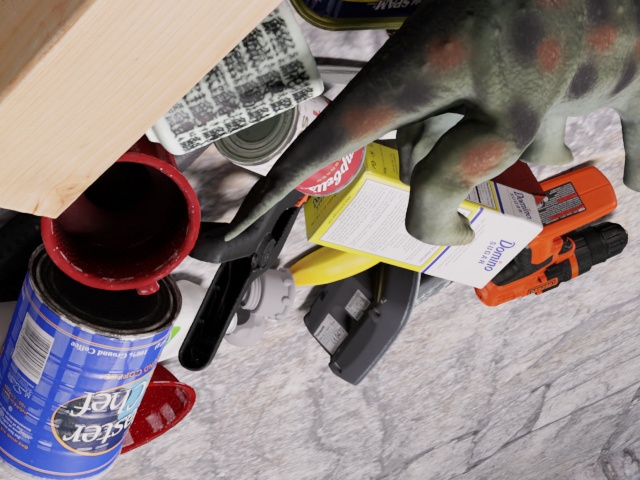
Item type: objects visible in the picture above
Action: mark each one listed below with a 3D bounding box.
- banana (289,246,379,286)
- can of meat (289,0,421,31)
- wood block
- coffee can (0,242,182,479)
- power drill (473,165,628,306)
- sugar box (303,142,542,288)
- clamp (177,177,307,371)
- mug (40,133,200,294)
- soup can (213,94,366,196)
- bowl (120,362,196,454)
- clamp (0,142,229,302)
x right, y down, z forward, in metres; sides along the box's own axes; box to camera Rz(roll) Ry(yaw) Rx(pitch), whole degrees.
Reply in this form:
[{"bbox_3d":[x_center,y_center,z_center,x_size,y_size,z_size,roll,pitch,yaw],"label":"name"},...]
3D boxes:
[{"bbox_3d":[0.053,-0.016,0.942,0.069,0.037,0.198,26,125,-31],"label":"banana"},{"bbox_3d":[0.038,-0.170,0.605,0.101,0.057,0.084,-9,148,-33],"label":"can of meat"},{"bbox_3d":[-0.116,-0.112,0.532,0.206,0.090,0.090,-39,152,26],"label":"wood block"},{"bbox_3d":[-0.164,0.082,0.721,0.102,0.103,0.140,-2,130,-41],"label":"coffee can"},{"bbox_3d":[0.255,-0.004,1.123,0.184,0.057,0.187,-23,155,-8],"label":"power drill"},{"bbox_3d":[0.085,-0.020,0.883,0.176,0.048,0.093,14,137,-27],"label":"sugar box"},{"bbox_3d":[-0.055,0.001,0.768,0.120,0.039,0.171,105,11,-51],"label":"clamp"},{"bbox_3d":[-0.123,-0.020,0.664,0.093,0.081,0.117,-20,124,-4],"label":"mug"},{"bbox_3d":[-0.021,-0.072,0.713,0.069,0.068,0.102,-35,158,18],"label":"soup can"},{"bbox_3d":[-0.200,0.150,0.992,0.162,0.055,0.162,-21,154,-11],"label":"bowl"},{"bbox_3d":[-0.150,-0.014,0.748,0.209,0.036,0.165,-19,149,-17],"label":"clamp"}]
